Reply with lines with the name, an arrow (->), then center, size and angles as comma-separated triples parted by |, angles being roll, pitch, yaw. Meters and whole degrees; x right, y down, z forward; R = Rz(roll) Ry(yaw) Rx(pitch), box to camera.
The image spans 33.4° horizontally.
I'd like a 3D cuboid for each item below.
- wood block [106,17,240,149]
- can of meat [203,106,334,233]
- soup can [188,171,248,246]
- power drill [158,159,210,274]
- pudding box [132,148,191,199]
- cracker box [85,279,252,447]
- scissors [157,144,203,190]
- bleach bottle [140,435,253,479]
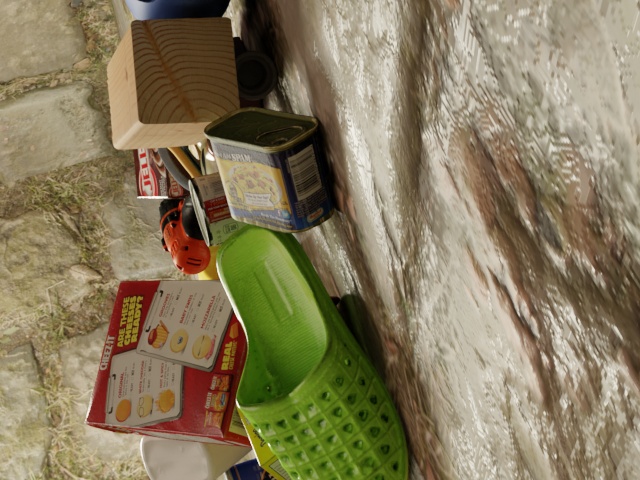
wood block -> -0.144, -0.142, 1.003 | 0.206, 0.090, 0.091 | 177, 88, -73
can of meat -> -0.041, -0.058, 0.887 | 0.102, 0.057, 0.084 | 15, 130, 42
soup can -> -0.064, -0.039, 0.989 | 0.068, 0.102, 0.068 | 164, 90, -80
power drill -> -0.156, -0.071, 1.348 | 0.184, 0.057, 0.188 | -125, 48, -59
pudding box -> -0.193, -0.106, 1.283 | 0.090, 0.039, 0.113 | 3, 98, 56
cracker box -> -0.137, 0.126, 1.120 | 0.072, 0.214, 0.164 | 29, -114, -45
scissors -> -0.120, -0.057, 1.247 | 0.201, 0.016, 0.096 | 48, -149, -35
bleach bottle -> -0.094, 0.209, 1.258 | 0.250, 0.103, 0.068 | -25, -78, -57
